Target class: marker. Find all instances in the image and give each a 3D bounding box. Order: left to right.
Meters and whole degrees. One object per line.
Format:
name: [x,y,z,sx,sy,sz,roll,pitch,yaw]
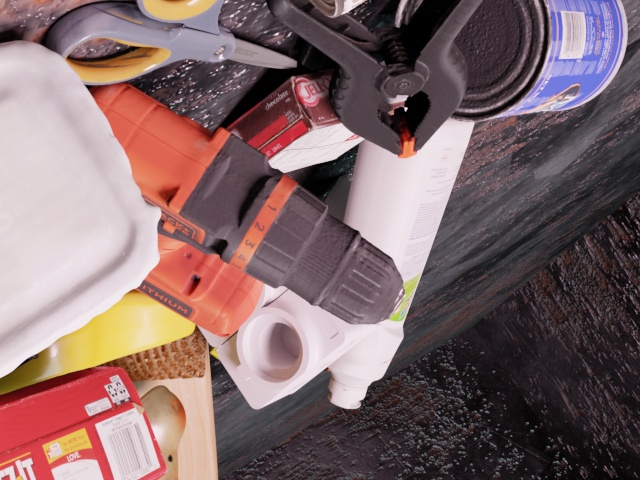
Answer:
marker: [0.008,-0.130,0.578,0.020,0.020,0.121,-29,166,-23]

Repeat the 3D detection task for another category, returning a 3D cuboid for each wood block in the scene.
wood block: [-0.128,0.125,0.821,0.090,0.090,0.206,-3,141,-5]

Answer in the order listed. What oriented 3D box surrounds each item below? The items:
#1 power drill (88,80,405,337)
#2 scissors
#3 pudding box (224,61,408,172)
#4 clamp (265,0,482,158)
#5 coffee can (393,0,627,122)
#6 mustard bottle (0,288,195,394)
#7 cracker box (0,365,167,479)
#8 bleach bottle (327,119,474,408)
power drill: [-0.054,0.001,0.585,0.057,0.184,0.188,-57,-178,-21]
scissors: [-0.046,-0.109,0.522,0.096,0.016,0.201,-43,165,35]
pudding box: [-0.004,-0.076,0.681,0.113,0.039,0.090,-18,172,-47]
clamp: [0.050,-0.103,0.578,0.120,0.039,0.171,-11,155,12]
coffee can: [0.125,-0.131,0.682,0.103,0.103,0.140,-42,166,32]
mustard bottle: [-0.171,0.052,0.650,0.191,0.096,0.058,-16,116,-53]
cracker box: [-0.209,0.137,0.527,0.214,0.072,0.164,-23,176,20]
bleach bottle: [0.046,0.016,0.831,0.102,0.068,0.251,-13,122,-60]
